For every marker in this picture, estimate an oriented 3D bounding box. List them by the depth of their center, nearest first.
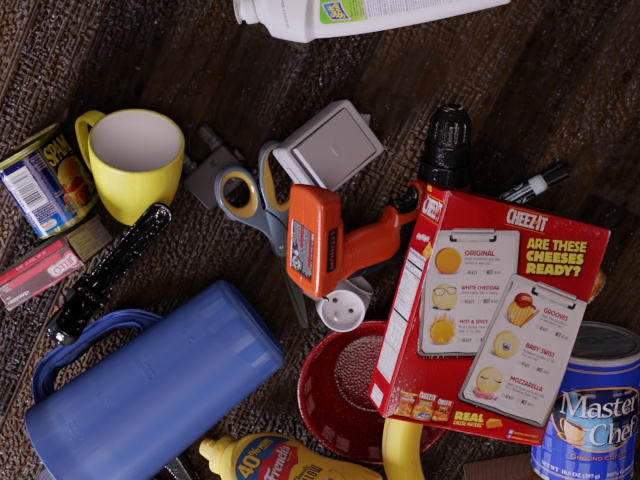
[{"bbox_3d":[0.192,-0.043,1.051,0.121,0.020,0.020,-30,103,11],"label":"marker"}]

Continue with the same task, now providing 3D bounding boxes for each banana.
[{"bbox_3d":[0.096,0.186,1.060,0.069,0.037,0.198,-4,109,-15],"label":"banana"}]

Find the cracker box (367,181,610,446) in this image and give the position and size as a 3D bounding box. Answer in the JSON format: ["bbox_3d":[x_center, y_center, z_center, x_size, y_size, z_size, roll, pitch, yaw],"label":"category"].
[{"bbox_3d":[0.151,0.068,0.982,0.164,0.072,0.214,13,99,-15],"label":"cracker box"}]

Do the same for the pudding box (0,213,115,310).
[{"bbox_3d":[-0.259,0.019,1.042,0.090,0.113,0.039,-29,100,11],"label":"pudding box"}]

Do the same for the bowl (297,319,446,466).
[{"bbox_3d":[0.058,0.147,1.096,0.162,0.055,0.162,1,107,2],"label":"bowl"}]

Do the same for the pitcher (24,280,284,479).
[{"bbox_3d":[-0.165,0.142,1.060,0.243,0.145,0.149,-38,110,-1],"label":"pitcher"}]

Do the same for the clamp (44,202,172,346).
[{"bbox_3d":[-0.226,0.058,1.022,0.036,0.164,0.210,41,143,-9],"label":"clamp"}]

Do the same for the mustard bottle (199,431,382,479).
[{"bbox_3d":[-0.040,0.243,1.079,0.192,0.096,0.058,18,132,25],"label":"mustard bottle"}]

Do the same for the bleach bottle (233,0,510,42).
[{"bbox_3d":[0.043,-0.243,0.975,0.251,0.068,0.102,-9,106,8],"label":"bleach bottle"}]

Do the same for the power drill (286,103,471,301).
[{"bbox_3d":[0.062,-0.029,0.993,0.187,0.057,0.184,-12,119,-31],"label":"power drill"}]

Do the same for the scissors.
[{"bbox_3d":[-0.057,0.001,1.062,0.096,0.016,0.202,-8,109,-24],"label":"scissors"}]

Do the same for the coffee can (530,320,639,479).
[{"bbox_3d":[0.266,0.163,1.067,0.103,0.103,0.140,0,107,2],"label":"coffee can"}]

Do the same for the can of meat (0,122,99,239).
[{"bbox_3d":[-0.261,-0.057,1.026,0.057,0.102,0.084,-27,106,11],"label":"can of meat"}]
